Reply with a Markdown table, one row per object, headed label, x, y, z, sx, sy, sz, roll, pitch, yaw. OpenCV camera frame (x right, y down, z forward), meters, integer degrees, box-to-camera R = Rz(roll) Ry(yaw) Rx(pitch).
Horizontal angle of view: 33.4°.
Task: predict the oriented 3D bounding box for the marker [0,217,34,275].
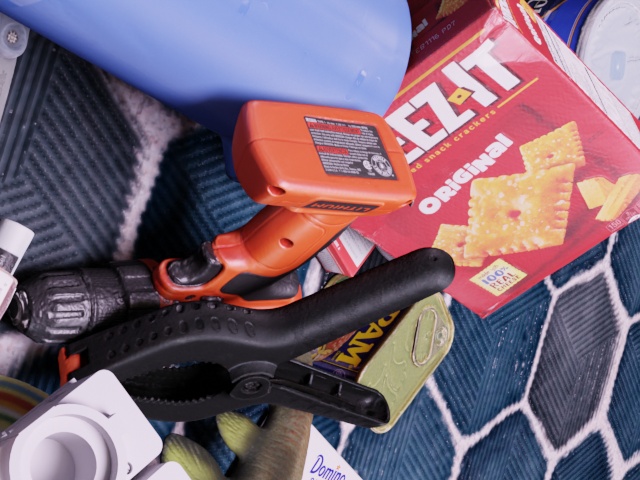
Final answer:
| label | x | y | z | sx | sy | sz | roll | pitch | yaw |
| --- | --- | --- | --- | --- | --- | --- | --- | --- | --- |
| marker | -0.183 | 0.046 | 0.548 | 0.020 | 0.020 | 0.121 | 38 | 72 | -45 |

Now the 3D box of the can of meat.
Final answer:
| label | x | y | z | sx | sy | sz | roll | pitch | yaw |
| --- | --- | --- | --- | --- | --- | --- | --- | --- | --- |
| can of meat | 0.029 | 0.073 | 0.737 | 0.102 | 0.084 | 0.057 | -49 | 131 | -28 |

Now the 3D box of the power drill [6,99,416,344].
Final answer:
| label | x | y | z | sx | sy | sz | roll | pitch | yaw |
| --- | --- | --- | --- | --- | --- | --- | --- | --- | --- |
| power drill | -0.054 | 0.001 | 0.573 | 0.184 | 0.188 | 0.057 | -2 | 61 | -41 |

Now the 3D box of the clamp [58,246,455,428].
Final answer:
| label | x | y | z | sx | sy | sz | roll | pitch | yaw |
| --- | --- | --- | --- | --- | --- | --- | --- | --- | --- |
| clamp | -0.037 | 0.071 | 0.597 | 0.209 | 0.036 | 0.165 | -8 | 142 | -10 |

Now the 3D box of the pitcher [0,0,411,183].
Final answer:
| label | x | y | z | sx | sy | sz | roll | pitch | yaw |
| --- | --- | --- | --- | --- | --- | --- | --- | --- | --- |
| pitcher | -0.065 | -0.141 | 0.530 | 0.242 | 0.145 | 0.149 | 22 | 49 | -53 |

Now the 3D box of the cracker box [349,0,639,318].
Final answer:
| label | x | y | z | sx | sy | sz | roll | pitch | yaw |
| --- | --- | --- | --- | --- | --- | --- | --- | --- | --- |
| cracker box | 0.098 | -0.055 | 0.673 | 0.213 | 0.164 | 0.072 | 33 | 32 | -37 |
